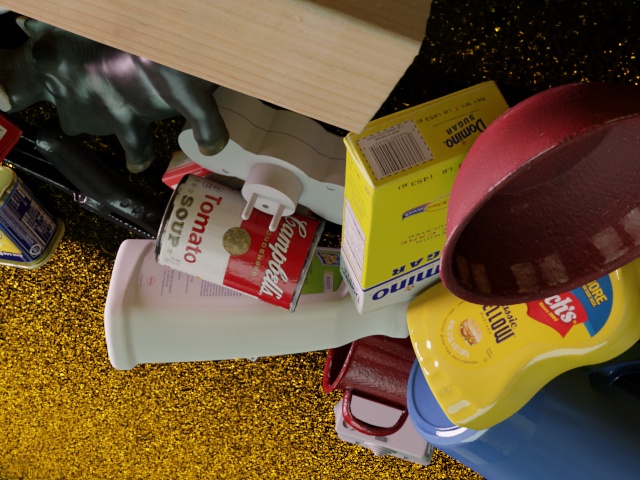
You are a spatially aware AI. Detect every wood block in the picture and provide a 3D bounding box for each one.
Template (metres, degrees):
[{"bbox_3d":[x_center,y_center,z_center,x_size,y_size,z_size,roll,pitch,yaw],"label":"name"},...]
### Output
[{"bbox_3d":[-0.055,-0.135,0.483,0.206,0.090,0.090,18,157,-9],"label":"wood block"}]

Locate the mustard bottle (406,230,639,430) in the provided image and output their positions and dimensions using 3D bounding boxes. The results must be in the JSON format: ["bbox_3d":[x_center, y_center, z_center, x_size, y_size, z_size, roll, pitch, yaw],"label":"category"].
[{"bbox_3d":[0.149,0.036,0.666,0.192,0.096,0.058,-35,146,24],"label":"mustard bottle"}]

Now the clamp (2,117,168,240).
[{"bbox_3d":[-0.181,-0.044,0.833,0.165,0.036,0.209,16,165,42],"label":"clamp"}]

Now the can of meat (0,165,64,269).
[{"bbox_3d":[-0.294,-0.024,0.950,0.102,0.057,0.084,7,149,26],"label":"can of meat"}]

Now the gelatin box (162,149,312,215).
[{"bbox_3d":[-0.058,-0.037,0.775,0.089,0.030,0.073,38,149,-31],"label":"gelatin box"}]

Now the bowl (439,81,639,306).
[{"bbox_3d":[0.128,-0.032,0.563,0.162,0.055,0.162,-16,149,-10],"label":"bowl"}]

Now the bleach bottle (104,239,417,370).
[{"bbox_3d":[-0.026,0.046,0.791,0.251,0.102,0.068,1,130,0],"label":"bleach bottle"}]

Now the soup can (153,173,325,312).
[{"bbox_3d":[-0.055,0.001,0.732,0.102,0.068,0.068,20,155,1],"label":"soup can"}]

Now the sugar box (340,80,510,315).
[{"bbox_3d":[0.062,-0.018,0.653,0.093,0.048,0.176,-20,152,-9],"label":"sugar box"}]

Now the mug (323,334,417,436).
[{"bbox_3d":[0.053,0.103,0.871,0.081,0.117,0.093,19,151,-8],"label":"mug"}]

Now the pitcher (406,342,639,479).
[{"bbox_3d":[0.189,0.138,0.804,0.242,0.149,0.145,32,163,-32],"label":"pitcher"}]
